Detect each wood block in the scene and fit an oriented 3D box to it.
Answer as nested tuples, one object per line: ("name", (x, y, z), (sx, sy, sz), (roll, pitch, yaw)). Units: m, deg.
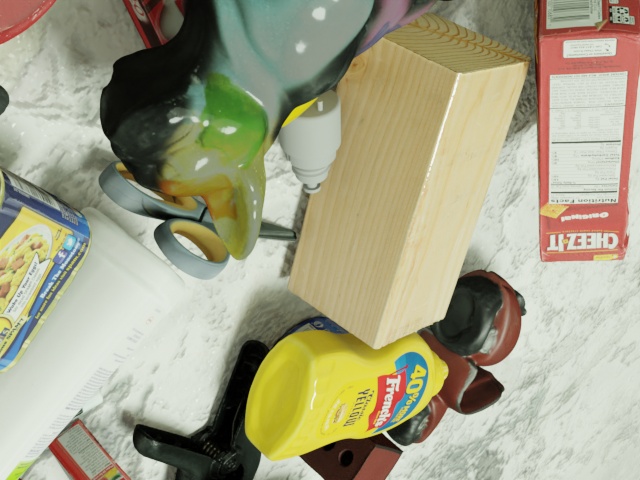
("wood block", (0.057, -0.042, 0.739), (0.090, 0.091, 0.206), (-18, 132, -46))

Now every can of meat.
("can of meat", (-0.169, 0.011, 0.520), (0.102, 0.057, 0.083), (-56, 153, -2))

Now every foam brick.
("foam brick", (0.019, 0.173, 0.896), (0.053, 0.078, 0.051), (-58, 143, 3))

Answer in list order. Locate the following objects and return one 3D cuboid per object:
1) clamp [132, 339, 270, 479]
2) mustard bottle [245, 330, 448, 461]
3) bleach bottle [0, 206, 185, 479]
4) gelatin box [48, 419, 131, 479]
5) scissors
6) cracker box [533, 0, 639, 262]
("clamp", (-0.087, 0.161, 0.802), (0.120, 0.039, 0.171), (-25, 136, -31))
("mustard bottle", (0.034, 0.109, 0.814), (0.191, 0.058, 0.096), (-2, 121, -47))
("bleach bottle", (-0.178, 0.102, 0.597), (0.250, 0.068, 0.102), (-52, 175, -8))
("gelatin box", (-0.142, 0.173, 0.724), (0.030, 0.073, 0.089), (-37, 141, -20))
("scissors", (-0.054, 0.001, 0.664), (0.016, 0.096, 0.201), (-47, 143, 15))
("cracker box", (0.193, -0.114, 0.778), (0.213, 0.072, 0.164), (77, 18, -46))
